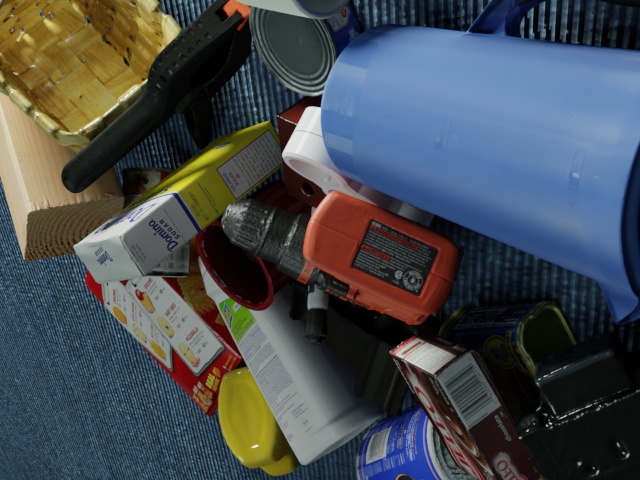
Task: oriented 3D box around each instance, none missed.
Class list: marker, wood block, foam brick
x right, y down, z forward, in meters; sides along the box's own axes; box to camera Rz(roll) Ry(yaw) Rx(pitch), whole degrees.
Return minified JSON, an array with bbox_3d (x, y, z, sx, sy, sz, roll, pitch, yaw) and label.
[{"bbox_3d":[-0.001,0.028,0.886,0.020,0.121,0.020,3,159,1],"label":"marker"},{"bbox_3d":[-0.263,-0.095,1.026,0.090,0.090,0.206,116,137,-54],"label":"wood block"},{"bbox_3d":[0.004,-0.069,0.829,0.053,0.051,0.078,27,141,34],"label":"foam brick"}]

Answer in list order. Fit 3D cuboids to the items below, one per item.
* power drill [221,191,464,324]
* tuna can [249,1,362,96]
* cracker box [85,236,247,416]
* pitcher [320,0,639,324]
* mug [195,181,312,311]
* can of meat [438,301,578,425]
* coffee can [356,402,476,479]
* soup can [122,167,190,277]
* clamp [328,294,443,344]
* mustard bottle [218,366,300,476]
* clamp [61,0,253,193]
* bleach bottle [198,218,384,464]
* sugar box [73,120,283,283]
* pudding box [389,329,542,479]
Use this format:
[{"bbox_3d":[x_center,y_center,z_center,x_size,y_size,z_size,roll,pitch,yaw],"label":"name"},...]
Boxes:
[{"bbox_3d":[0.016,0.008,0.786,0.184,0.057,0.188,22,174,-5],"label":"power drill"},{"bbox_3d":[-0.010,-0.151,0.781,0.086,0.033,0.086,32,143,28],"label":"tuna can"},{"bbox_3d":[-0.151,0.065,1.139,0.214,0.072,0.164,45,147,11],"label":"cracker box"},{"bbox_3d":[0.119,-0.070,0.631,0.243,0.149,0.145,22,153,43],"label":"pitcher"},{"bbox_3d":[-0.056,0.001,0.946,0.117,0.081,0.093,1,123,51],"label":"mug"},{"bbox_3d":[0.151,0.096,0.807,0.084,0.057,0.102,-11,113,52],"label":"can of meat"},{"bbox_3d":[0.105,0.184,0.907,0.103,0.102,0.141,50,148,2],"label":"coffee can"},{"bbox_3d":[-0.158,-0.016,1.026,0.069,0.068,0.102,-2,86,52],"label":"soup can"},{"bbox_3d":[0.068,0.097,0.929,0.172,0.039,0.120,20,143,50],"label":"clamp"},{"bbox_3d":[-0.052,0.195,1.112,0.191,0.058,0.096,56,-163,-69],"label":"mustard bottle"},{"bbox_3d":[-0.108,-0.123,0.873,0.036,0.164,0.210,51,125,10],"label":"clamp"},{"bbox_3d":[-0.044,0.080,1.003,0.251,0.067,0.103,58,143,13],"label":"bleach bottle"},{"bbox_3d":[-0.115,-0.033,0.896,0.094,0.176,0.048,-10,114,55],"label":"sugar box"},{"bbox_3d":[0.105,0.125,0.775,0.113,0.039,0.090,61,167,-13],"label":"pudding box"}]
